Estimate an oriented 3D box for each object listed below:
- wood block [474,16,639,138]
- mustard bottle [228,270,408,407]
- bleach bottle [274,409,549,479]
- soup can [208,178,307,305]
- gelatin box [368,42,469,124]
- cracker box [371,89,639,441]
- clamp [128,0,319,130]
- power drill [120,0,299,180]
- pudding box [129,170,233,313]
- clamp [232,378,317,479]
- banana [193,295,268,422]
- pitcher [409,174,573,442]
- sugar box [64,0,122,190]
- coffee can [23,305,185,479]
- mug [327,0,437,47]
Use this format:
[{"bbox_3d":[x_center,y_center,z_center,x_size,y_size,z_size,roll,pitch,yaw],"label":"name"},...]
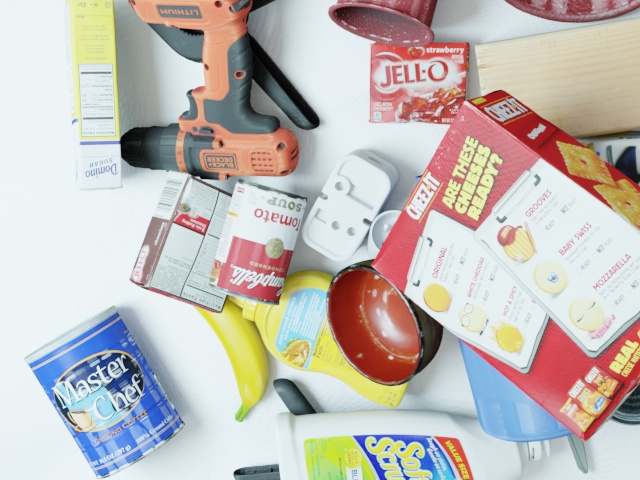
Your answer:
[{"bbox_3d":[0.242,-0.138,0.896,0.206,0.090,0.091,-7,99,15],"label":"wood block"},{"bbox_3d":[0.002,0.082,1.018,0.192,0.058,0.096,21,107,9],"label":"mustard bottle"},{"bbox_3d":[0.087,0.198,1.003,0.251,0.068,0.102,-8,94,0],"label":"bleach bottle"},{"bbox_3d":[-0.056,0.001,0.969,0.068,0.068,0.102,16,92,10],"label":"soup can"},{"bbox_3d":[0.088,-0.142,0.963,0.089,0.030,0.073,3,102,13],"label":"gelatin box"},{"bbox_3d":[0.166,0.016,0.792,0.214,0.071,0.164,40,124,19],"label":"cracker box"},{"bbox_3d":[-0.075,-0.211,0.981,0.210,0.036,0.165,23,115,10],"label":"clamp"},{"bbox_3d":[-0.117,-0.144,0.976,0.185,0.057,0.187,3,124,19],"label":"power drill"},{"bbox_3d":[-0.117,0.003,0.996,0.039,0.089,0.113,15,82,50],"label":"pudding box"},{"bbox_3d":[0.006,0.209,1.056,0.171,0.039,0.120,15,108,3],"label":"clamp"},{"bbox_3d":[-0.101,0.086,1.056,0.070,0.037,0.198,-26,95,15],"label":"banana"},{"bbox_3d":[0.163,0.044,0.928,0.145,0.149,0.243,-11,95,5],"label":"pitcher"},{"bbox_3d":[-0.211,-0.135,0.993,0.048,0.093,0.176,-6,95,-15],"label":"sugar box"},{"bbox_3d":[-0.214,0.150,1.063,0.103,0.102,0.140,-29,94,18],"label":"coffee can"},{"bbox_3d":[0.057,-0.218,0.914,0.093,0.117,0.081,17,84,-20],"label":"mug"}]
